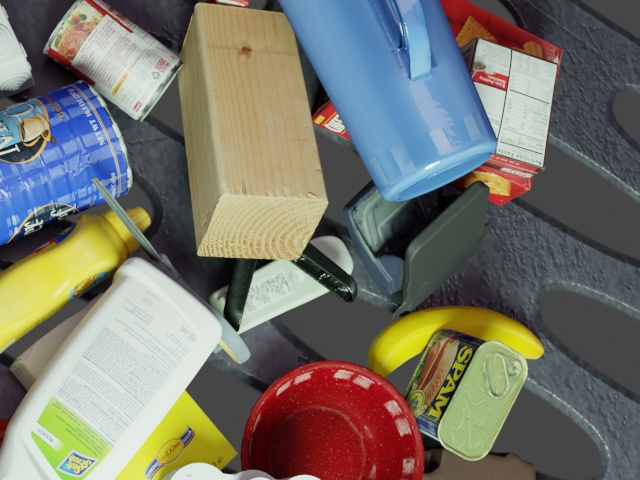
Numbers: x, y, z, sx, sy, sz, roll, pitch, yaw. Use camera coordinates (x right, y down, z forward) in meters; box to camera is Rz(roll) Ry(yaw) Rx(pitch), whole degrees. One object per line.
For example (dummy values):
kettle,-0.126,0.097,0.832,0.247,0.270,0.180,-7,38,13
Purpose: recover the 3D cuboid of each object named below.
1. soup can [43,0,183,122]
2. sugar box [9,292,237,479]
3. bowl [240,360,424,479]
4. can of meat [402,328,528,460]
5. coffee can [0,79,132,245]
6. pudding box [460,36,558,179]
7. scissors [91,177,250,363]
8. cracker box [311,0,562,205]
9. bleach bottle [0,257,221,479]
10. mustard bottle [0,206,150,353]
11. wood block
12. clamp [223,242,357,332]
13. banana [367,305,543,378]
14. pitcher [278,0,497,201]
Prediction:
soup can,-0.179,-0.160,0.931,0.102,0.069,0.068,36,67,-10
sugar box,-0.159,0.139,0.869,0.176,0.048,0.093,51,57,-3
bowl,0.005,0.186,0.920,0.162,0.055,0.162,4,77,-16
can of meat,0.123,0.132,0.941,0.057,0.084,0.102,30,83,-22
coffee can,-0.239,-0.059,0.864,0.140,0.103,0.103,-26,87,-25
pudding box,0.168,-0.123,0.992,0.090,0.039,0.113,16,76,-15
scissors,-0.112,0.034,0.855,0.016,0.096,0.201,-44,138,-17
cracker box,0.119,-0.152,1.041,0.213,0.072,0.164,23,70,-14
bleach bottle,-0.181,0.130,0.781,0.102,0.068,0.250,38,55,1
mustard bottle,-0.216,0.031,0.854,0.191,0.096,0.058,-36,92,-24
wood block,-0.063,-0.094,0.911,0.090,0.090,0.206,3,56,-20
clamp,-0.056,0.001,0.931,0.120,0.039,0.171,-19,63,-30
banana,0.121,0.095,1.004,0.197,0.037,0.069,-10,100,-21
pitcher,0.054,-0.163,0.893,0.149,0.145,0.243,-14,78,-57
